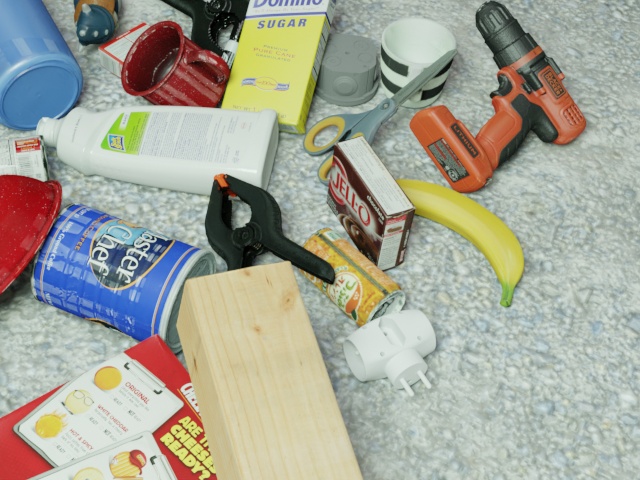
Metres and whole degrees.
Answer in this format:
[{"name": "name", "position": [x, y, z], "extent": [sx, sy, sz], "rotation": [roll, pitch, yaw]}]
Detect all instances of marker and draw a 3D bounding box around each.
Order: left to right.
[{"name": "marker", "position": [-0.110, -0.197, 1.221], "extent": [0.020, 0.020, 0.121], "rotation": [19, 78, 11]}]

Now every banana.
[{"name": "banana", "position": [0.144, -0.016, 1.109], "extent": [0.069, 0.037, 0.198], "rotation": [-33, 60, -29]}]

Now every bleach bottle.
[{"name": "bleach bottle", "position": [-0.177, -0.106, 1.143], "extent": [0.251, 0.068, 0.102], "rotation": [9, 57, 5]}]

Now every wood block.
[{"name": "wood block", "position": [-0.044, 0.132, 0.843], "extent": [0.090, 0.091, 0.206], "rotation": [-10, 62, -19]}]

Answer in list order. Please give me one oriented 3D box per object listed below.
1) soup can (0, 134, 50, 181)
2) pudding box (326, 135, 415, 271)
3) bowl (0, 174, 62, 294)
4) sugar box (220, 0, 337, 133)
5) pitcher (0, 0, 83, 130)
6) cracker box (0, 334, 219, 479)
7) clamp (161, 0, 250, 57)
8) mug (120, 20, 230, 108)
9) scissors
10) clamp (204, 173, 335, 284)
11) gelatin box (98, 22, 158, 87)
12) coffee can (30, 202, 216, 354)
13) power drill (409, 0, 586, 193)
[{"name": "soup can", "position": [-0.332, -0.070, 1.098], "extent": [0.102, 0.068, 0.068], "rotation": [-9, 51, -12]}, {"name": "pudding box", "position": [0.049, -0.037, 1.085], "extent": [0.039, 0.090, 0.114], "rotation": [-21, 55, -21]}, {"name": "bowl", "position": [-0.314, -0.007, 0.993], "extent": [0.162, 0.055, 0.162], "rotation": [-34, 32, 25]}, {"name": "sugar box", "position": [-0.045, -0.213, 1.201], "extent": [0.093, 0.048, 0.176], "rotation": [11, 82, 12]}, {"name": "pitcher", "position": [-0.373, -0.232, 1.204], "extent": [0.144, 0.149, 0.243], "rotation": [-14, 54, -35]}, {"name": "cracker box", "position": [-0.181, 0.199, 0.882], "extent": [0.213, 0.072, 0.164], "rotation": [-28, 59, -26]}, {"name": "clamp", "position": [-0.112, -0.283, 1.281], "extent": [0.164, 0.036, 0.210], "rotation": [-31, 65, 7]}, {"name": "mug", "position": [-0.149, -0.183, 1.171], "extent": [0.117, 0.081, 0.093], "rotation": [-9, 62, 36]}, {"name": "scissors", "position": [0.056, -0.146, 1.169], "extent": [0.096, 0.016, 0.201], "rotation": [35, 84, 40]}, {"name": "clamp", "position": [-0.057, 0.001, 1.043], "extent": [0.120, 0.039, 0.171], "rotation": [-19, 65, 5]}, {"name": "gelatin box", "position": [-0.204, -0.212, 1.252], "extent": [0.089, 0.030, 0.073], "rotation": [35, 55, 23]}, {"name": "coffee can", "position": [-0.182, 0.035, 0.999], "extent": [0.140, 0.103, 0.102], "rotation": [20, 51, 12]}, {"name": "power drill", "position": [0.188, -0.154, 1.174], "extent": [0.187, 0.057, 0.184], "rotation": [-37, 92, -25]}]
